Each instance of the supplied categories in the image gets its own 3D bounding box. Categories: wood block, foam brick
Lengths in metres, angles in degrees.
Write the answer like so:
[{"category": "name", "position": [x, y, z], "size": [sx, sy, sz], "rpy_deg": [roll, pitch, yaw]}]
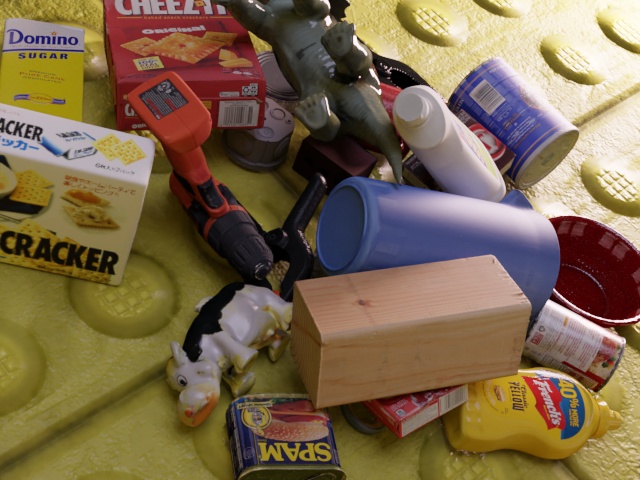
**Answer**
[{"category": "wood block", "position": [0.083, 0.084, 1.017], "size": [0.205, 0.090, 0.091], "rpy_deg": [-7, 35, -16]}, {"category": "foam brick", "position": [0.017, -0.090, 1.250], "size": [0.078, 0.053, 0.051], "rpy_deg": [37, 47, 12]}]

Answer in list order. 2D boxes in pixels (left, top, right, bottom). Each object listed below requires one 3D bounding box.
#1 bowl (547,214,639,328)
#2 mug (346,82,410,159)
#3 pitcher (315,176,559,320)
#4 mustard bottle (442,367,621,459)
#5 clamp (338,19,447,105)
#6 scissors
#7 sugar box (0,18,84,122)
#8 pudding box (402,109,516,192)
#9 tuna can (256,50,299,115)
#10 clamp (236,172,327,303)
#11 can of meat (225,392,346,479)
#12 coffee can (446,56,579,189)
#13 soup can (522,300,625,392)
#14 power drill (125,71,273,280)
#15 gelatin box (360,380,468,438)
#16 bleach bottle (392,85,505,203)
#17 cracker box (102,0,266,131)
[{"category": "bowl", "position": [0.309, 0.047, 1.248], "size": [0.162, 0.055, 0.162], "rpy_deg": [11, 48, -13]}, {"category": "mug", "position": [0.069, -0.141, 1.280], "size": [0.081, 0.093, 0.117], "rpy_deg": [16, 38, -15]}, {"category": "pitcher", "position": [0.119, 0.020, 1.115], "size": [0.242, 0.145, 0.149], "rpy_deg": [12, 43, -31]}, {"category": "mustard bottle", "position": [0.222, 0.176, 1.099], "size": [0.191, 0.058, 0.096], "rpy_deg": [9, 50, -15]}, {"category": "clamp", "position": [0.065, -0.208, 1.363], "size": [0.210, 0.036, 0.164], "rpy_deg": [31, 40, -7]}, {"category": "scissors", "position": [0.014, 0.123, 1.089], "size": [0.202, 0.016, 0.096], "rpy_deg": [36, 47, 10]}, {"category": "sugar box", "position": [-0.313, -0.175, 1.194], "size": [0.093, 0.048, 0.176], "rpy_deg": [5, 51, -18]}, {"category": "pudding box", "position": [0.166, -0.092, 1.296], "size": [0.090, 0.039, 0.113], "rpy_deg": [42, 74, 17]}, {"category": "tuna can", "position": [-0.052, -0.195, 1.325], "size": [0.086, 0.034, 0.086], "rpy_deg": [11, 48, -13]}, {"category": "clamp", "position": [-0.057, 0.001, 1.141], "size": [0.120, 0.039, 0.171], "rpy_deg": [-6, 54, 16]}, {"category": "can of meat", "position": [-0.035, 0.189, 0.985], "size": [0.102, 0.058, 0.084], "rpy_deg": [4, 47, -20]}, {"category": "coffee can", "position": [0.243, -0.150, 1.359], "size": [0.102, 0.103, 0.140], "rpy_deg": [-25, 63, -36]}, {"category": "soup can", "position": [0.271, 0.113, 1.167], "size": [0.102, 0.069, 0.068], "rpy_deg": [28, 46, 3]}, {"category": "power drill", "position": [-0.119, -0.063, 1.069], "size": [0.057, 0.187, 0.185], "rpy_deg": [-32, 50, -14]}, {"category": "gelatin box", "position": [0.088, 0.145, 1.042], "size": [0.089, 0.030, 0.073], "rpy_deg": [-24, 41, -25]}, {"category": "bleach bottle", "position": [0.131, -0.099, 1.140], "size": [0.102, 0.068, 0.250], "rpy_deg": [64, 13, 18]}, {"category": "cracker box", "position": [-0.161, -0.210, 1.224], "size": [0.164, 0.072, 0.214], "rpy_deg": [-3, 39, -14]}]
